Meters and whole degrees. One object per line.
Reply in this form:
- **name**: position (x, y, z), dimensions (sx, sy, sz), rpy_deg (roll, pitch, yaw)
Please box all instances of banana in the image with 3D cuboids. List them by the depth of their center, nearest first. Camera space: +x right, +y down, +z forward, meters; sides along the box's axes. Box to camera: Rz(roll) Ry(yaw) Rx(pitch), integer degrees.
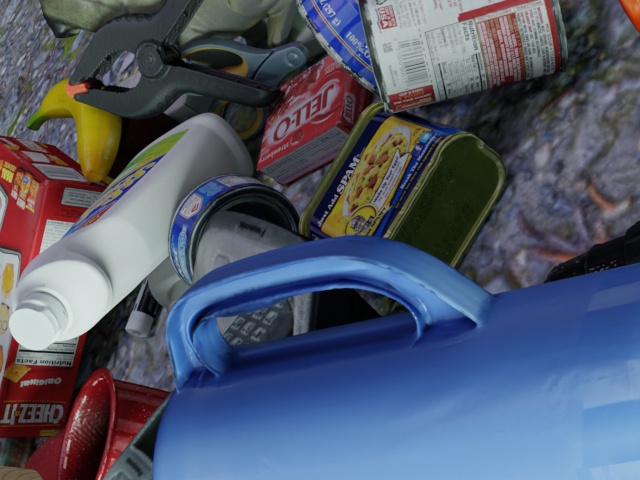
- **banana**: position (-0.195, -0.100, 0.884), dimensions (0.198, 0.037, 0.069), rpy_deg (33, 99, 58)

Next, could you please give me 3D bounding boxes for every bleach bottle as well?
- **bleach bottle**: position (-0.131, -0.005, 0.726), dimensions (0.103, 0.068, 0.250), rpy_deg (-27, 15, 25)

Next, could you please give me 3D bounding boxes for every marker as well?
- **marker**: position (-0.127, 0.019, 0.852), dimensions (0.020, 0.020, 0.121), rpy_deg (-12, 55, 50)

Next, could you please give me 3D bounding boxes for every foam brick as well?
- **foam brick**: position (-0.143, -0.073, 0.896), dimensions (0.053, 0.078, 0.051), rpy_deg (-28, 41, 39)

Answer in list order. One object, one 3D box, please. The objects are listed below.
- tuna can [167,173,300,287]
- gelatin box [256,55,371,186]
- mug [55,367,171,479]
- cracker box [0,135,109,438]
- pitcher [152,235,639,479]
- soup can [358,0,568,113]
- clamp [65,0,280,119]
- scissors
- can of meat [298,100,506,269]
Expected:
- **tuna can**: position (-0.055, 0.001, 0.703), dimensions (0.086, 0.086, 0.034), rpy_deg (-60, 33, -1)
- **gelatin box**: position (-0.003, -0.089, 0.758), dimensions (0.089, 0.030, 0.073), rpy_deg (-26, 45, 42)
- **mug**: position (-0.106, 0.141, 0.649), dimensions (0.093, 0.081, 0.117), rpy_deg (-53, 32, 34)
- **cracker box**: position (-0.246, 0.034, 0.892), dimensions (0.164, 0.072, 0.214), rpy_deg (29, 108, 53)
- **pitcher**: position (0.050, 0.076, 0.432), dimensions (0.243, 0.149, 0.145), rpy_deg (-20, 61, 38)
- **soup can**: position (0.078, -0.113, 0.588), dimensions (0.102, 0.068, 0.068), rpy_deg (-13, 45, 8)
- **clamp**: position (-0.111, -0.130, 0.798), dimensions (0.172, 0.039, 0.120), rpy_deg (-25, 88, 28)
- **scissors**: position (-0.020, -0.122, 0.807), dimensions (0.202, 0.096, 0.016), rpy_deg (-2, 35, 21)
- **can of meat**: position (0.046, -0.022, 0.608), dimensions (0.102, 0.057, 0.084), rpy_deg (-59, 33, 0)
